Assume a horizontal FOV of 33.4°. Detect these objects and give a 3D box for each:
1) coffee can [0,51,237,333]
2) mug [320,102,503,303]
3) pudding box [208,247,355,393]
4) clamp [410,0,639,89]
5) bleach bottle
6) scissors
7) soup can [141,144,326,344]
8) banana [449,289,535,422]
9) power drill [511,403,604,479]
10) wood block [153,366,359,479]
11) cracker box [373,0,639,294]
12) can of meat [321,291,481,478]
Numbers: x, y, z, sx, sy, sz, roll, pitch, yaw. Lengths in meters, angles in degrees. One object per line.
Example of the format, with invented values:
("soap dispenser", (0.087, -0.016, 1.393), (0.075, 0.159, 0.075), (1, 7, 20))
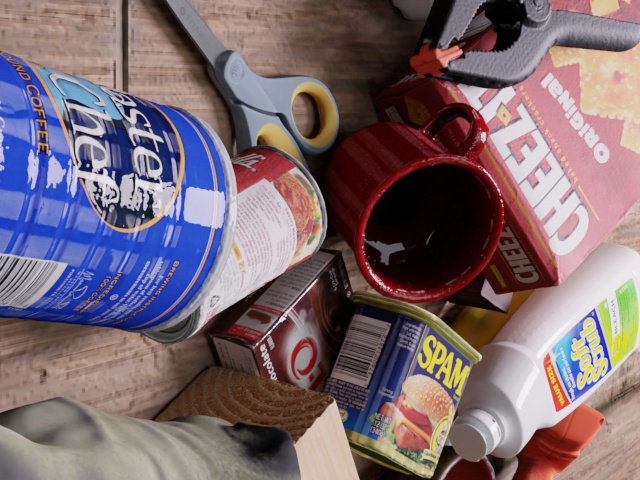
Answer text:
("coffee can", (-0.116, -0.019, 0.423), (0.140, 0.103, 0.103), (13, 86, -53))
("mug", (0.056, -0.032, 0.637), (0.093, 0.081, 0.117), (26, 104, -29))
("pudding box", (-0.012, 0.073, 0.633), (0.089, 0.039, 0.113), (-47, 132, -38))
("clamp", (0.131, -0.138, 0.662), (0.171, 0.039, 0.120), (-42, 99, -21))
("bleach bottle", (0.168, 0.091, 0.790), (0.250, 0.068, 0.102), (-34, 123, -46))
("scissors", (-0.038, -0.098, 0.586), (0.096, 0.016, 0.201), (-52, 134, -36))
("soup can", (-0.054, 0.001, 0.540), (0.102, 0.069, 0.068), (-34, 123, -44))
("banana", (0.131, 0.075, 0.815), (0.197, 0.037, 0.069), (-23, 91, -50))
("power drill", (0.159, 0.214, 0.820), (0.184, 0.057, 0.187), (105, 11, -64))
("wood block", (-0.027, 0.183, 0.593), (0.090, 0.090, 0.206), (-44, 130, -39))
("cracker box", (0.163, -0.091, 0.737), (0.213, 0.072, 0.164), (-41, 104, -29))
("can of meat", (0.044, 0.088, 0.634), (0.102, 0.058, 0.084), (40, 68, -53))
